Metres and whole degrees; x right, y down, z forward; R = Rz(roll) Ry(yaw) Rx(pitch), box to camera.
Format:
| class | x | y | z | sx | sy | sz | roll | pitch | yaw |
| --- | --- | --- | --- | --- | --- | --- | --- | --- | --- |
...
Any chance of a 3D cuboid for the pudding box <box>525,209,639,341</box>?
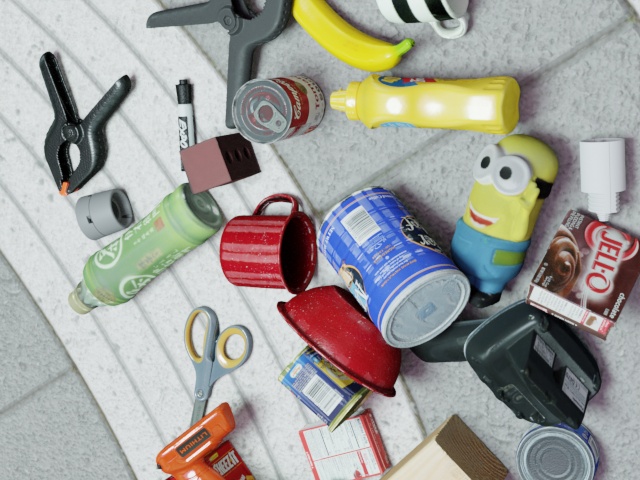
| class | x | y | z | sx | sy | sz | roll | pitch | yaw |
| --- | --- | --- | --- | --- | --- | --- | --- | --- | --- |
| pudding box | 0.265 | 0.032 | 1.057 | 0.090 | 0.113 | 0.039 | 25 | 147 | 15 |

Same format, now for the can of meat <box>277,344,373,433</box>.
| class | x | y | z | sx | sy | sz | roll | pitch | yaw |
| --- | --- | --- | --- | --- | --- | --- | --- | --- | --- |
| can of meat | 0.011 | 0.155 | 1.186 | 0.084 | 0.102 | 0.057 | 41 | 113 | 11 |

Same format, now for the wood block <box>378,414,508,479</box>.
| class | x | y | z | sx | sy | sz | roll | pitch | yaw |
| --- | --- | --- | --- | --- | --- | --- | --- | --- | --- |
| wood block | 0.098 | 0.300 | 1.187 | 0.090 | 0.090 | 0.206 | 47 | 113 | 8 |

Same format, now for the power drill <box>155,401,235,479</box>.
| class | x | y | z | sx | sy | sz | roll | pitch | yaw |
| --- | --- | --- | --- | --- | --- | --- | --- | --- | --- |
| power drill | -0.083 | 0.280 | 1.217 | 0.184 | 0.057 | 0.187 | -36 | 86 | 1 |

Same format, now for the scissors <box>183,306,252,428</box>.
| class | x | y | z | sx | sy | sz | roll | pitch | yaw |
| --- | --- | --- | --- | --- | --- | --- | --- | --- | --- |
| scissors | -0.126 | 0.178 | 1.291 | 0.096 | 0.016 | 0.202 | 3 | 102 | 21 |

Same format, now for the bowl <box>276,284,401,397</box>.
| class | x | y | z | sx | sy | sz | roll | pitch | yaw |
| --- | --- | --- | --- | --- | --- | --- | --- | --- | --- |
| bowl | 0.032 | 0.096 | 1.142 | 0.162 | 0.162 | 0.055 | 39 | 96 | 10 |

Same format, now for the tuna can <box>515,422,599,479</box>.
| class | x | y | z | sx | sy | sz | roll | pitch | yaw |
| --- | --- | --- | --- | --- | --- | --- | --- | --- | --- |
| tuna can | 0.253 | 0.233 | 1.142 | 0.086 | 0.033 | 0.086 | 4 | 102 | 21 |

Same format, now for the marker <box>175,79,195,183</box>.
| class | x | y | z | sx | sy | sz | roll | pitch | yaw |
| --- | --- | --- | --- | --- | --- | --- | --- | --- | --- |
| marker | -0.155 | -0.126 | 1.238 | 0.020 | 0.020 | 0.121 | 2 | 101 | 21 |

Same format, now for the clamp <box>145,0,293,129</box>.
| class | x | y | z | sx | sy | sz | roll | pitch | yaw |
| --- | --- | --- | --- | --- | --- | --- | --- | --- | --- |
| clamp | -0.100 | -0.246 | 1.165 | 0.164 | 0.036 | 0.210 | 45 | 127 | 8 |

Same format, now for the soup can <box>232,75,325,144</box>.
| class | x | y | z | sx | sy | sz | roll | pitch | yaw |
| --- | --- | --- | --- | --- | --- | --- | --- | --- | --- |
| soup can | -0.043 | -0.142 | 1.145 | 0.069 | 0.102 | 0.068 | 4 | 102 | 21 |

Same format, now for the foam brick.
| class | x | y | z | sx | sy | sz | roll | pitch | yaw |
| --- | --- | --- | --- | --- | --- | --- | --- | --- | --- |
| foam brick | -0.112 | -0.088 | 1.197 | 0.051 | 0.078 | 0.053 | -17 | 94 | 25 |

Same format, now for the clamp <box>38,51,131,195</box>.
| class | x | y | z | sx | sy | sz | roll | pitch | yaw |
| --- | --- | --- | --- | --- | --- | --- | --- | --- | --- |
| clamp | -0.282 | -0.135 | 1.277 | 0.120 | 0.039 | 0.171 | 12 | 111 | 24 |

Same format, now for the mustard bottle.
| class | x | y | z | sx | sy | sz | roll | pitch | yaw |
| --- | --- | --- | --- | --- | --- | --- | --- | --- | --- |
| mustard bottle | 0.102 | -0.140 | 1.092 | 0.192 | 0.096 | 0.058 | 4 | 102 | 21 |

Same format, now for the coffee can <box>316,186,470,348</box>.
| class | x | y | z | sx | sy | sz | roll | pitch | yaw |
| --- | --- | --- | --- | --- | --- | --- | --- | --- | --- |
| coffee can | 0.074 | 0.026 | 1.104 | 0.103 | 0.102 | 0.140 | -54 | 50 | 22 |

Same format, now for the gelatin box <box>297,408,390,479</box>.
| class | x | y | z | sx | sy | sz | roll | pitch | yaw |
| --- | --- | --- | --- | --- | --- | --- | --- | --- | --- |
| gelatin box | 0.028 | 0.241 | 1.236 | 0.089 | 0.030 | 0.073 | -19 | 92 | 24 |

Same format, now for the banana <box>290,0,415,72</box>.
| class | x | y | z | sx | sy | sz | roll | pitch | yaw |
| --- | --- | --- | --- | --- | --- | --- | --- | --- | --- |
| banana | 0.018 | -0.232 | 1.132 | 0.198 | 0.037 | 0.070 | 37 | 126 | 21 |

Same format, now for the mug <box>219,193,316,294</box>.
| class | x | y | z | sx | sy | sz | roll | pitch | yaw |
| --- | --- | --- | --- | --- | --- | --- | --- | --- | --- |
| mug | -0.058 | 0.001 | 1.196 | 0.082 | 0.093 | 0.117 | 2 | 71 | 26 |
